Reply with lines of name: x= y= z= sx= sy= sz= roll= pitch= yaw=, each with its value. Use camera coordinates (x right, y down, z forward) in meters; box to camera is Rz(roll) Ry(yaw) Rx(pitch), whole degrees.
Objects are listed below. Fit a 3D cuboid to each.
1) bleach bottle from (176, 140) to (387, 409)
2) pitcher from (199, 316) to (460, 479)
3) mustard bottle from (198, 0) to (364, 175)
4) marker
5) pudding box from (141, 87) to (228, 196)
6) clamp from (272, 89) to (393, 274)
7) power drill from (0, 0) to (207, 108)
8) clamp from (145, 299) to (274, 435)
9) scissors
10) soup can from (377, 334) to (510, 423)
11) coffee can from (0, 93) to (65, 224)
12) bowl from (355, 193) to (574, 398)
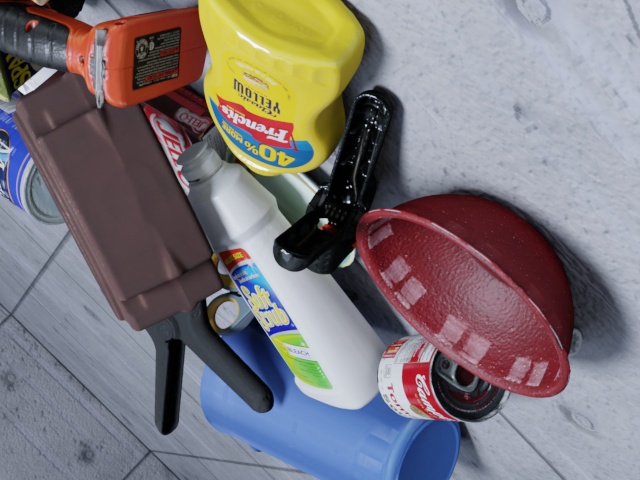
bleach bottle: x=-0.037 y=0.026 z=0.858 sx=0.103 sy=0.068 sz=0.250 roll=11 pitch=141 yaw=56
pitcher: x=0.009 y=0.155 z=1.013 sx=0.243 sy=0.145 sz=0.149 roll=20 pitch=161 yaw=40
mustard bottle: x=-0.029 y=-0.092 z=0.675 sx=0.096 sy=0.058 sz=0.192 roll=29 pitch=158 yaw=7
marker: x=0.125 y=0.055 z=0.730 sx=0.121 sy=0.020 sz=0.020 roll=17 pitch=147 yaw=51
pudding box: x=-0.110 y=-0.078 z=0.878 sx=0.090 sy=0.039 sz=0.113 roll=33 pitch=157 yaw=26
clamp: x=0.006 y=-0.013 z=0.690 sx=0.039 sy=0.120 sz=0.171 roll=33 pitch=162 yaw=13
power drill: x=-0.176 y=-0.149 z=0.745 sx=0.188 sy=0.184 sz=0.057 roll=15 pitch=117 yaw=23
clamp: x=-0.126 y=0.083 z=1.008 sx=0.165 sy=0.036 sz=0.210 roll=-11 pitch=97 yaw=41
scissors: x=-0.048 y=0.063 z=0.989 sx=0.016 sy=0.096 sz=0.202 roll=15 pitch=-173 yaw=-44
soup can: x=0.093 y=0.104 z=0.820 sx=0.068 sy=0.068 sz=0.102 roll=47 pitch=160 yaw=-9
coffee can: x=-0.315 y=-0.091 z=1.144 sx=0.140 sy=0.102 sz=0.103 roll=30 pitch=156 yaw=32
bowl: x=0.100 y=0.023 z=0.664 sx=0.162 sy=0.055 sz=0.162 roll=37 pitch=159 yaw=17
